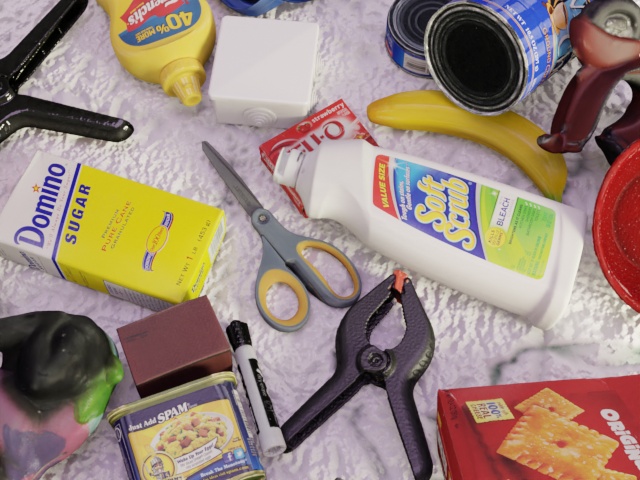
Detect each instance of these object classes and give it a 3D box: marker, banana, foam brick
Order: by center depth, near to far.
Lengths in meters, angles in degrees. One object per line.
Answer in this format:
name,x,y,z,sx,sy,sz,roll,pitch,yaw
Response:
marker,-0.052,0.112,0.831,0.020,0.020,0.121,-16,53,-7
foam brick,-0.113,0.087,0.839,0.078,0.051,0.053,-20,64,-9
banana,0.138,-0.091,0.930,0.198,0.037,0.069,30,65,15

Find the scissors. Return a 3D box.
scissors,-0.056,0.001,0.900,0.202,0.016,0.096,37,70,17

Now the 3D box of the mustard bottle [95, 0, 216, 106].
mustard bottle,-0.149,-0.201,0.979,0.096,0.058,0.192,-22,66,-7

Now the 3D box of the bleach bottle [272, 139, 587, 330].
bleach bottle,0.081,-0.016,0.862,0.251,0.068,0.102,18,65,3

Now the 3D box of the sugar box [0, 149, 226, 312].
sugar box,-0.176,-0.006,0.889,0.176,0.048,0.093,18,65,9

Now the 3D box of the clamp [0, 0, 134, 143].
clamp,-0.283,-0.140,0.961,0.210,0.036,0.164,-14,65,-3

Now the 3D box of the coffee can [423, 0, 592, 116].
coffee can,0.171,-0.183,0.919,0.103,0.103,0.140,39,53,18

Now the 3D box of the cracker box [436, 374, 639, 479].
cracker box,0.198,0.166,0.742,0.213,0.072,0.164,-5,28,-1

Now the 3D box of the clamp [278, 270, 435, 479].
clamp,0.052,0.108,0.832,0.120,0.039,0.171,22,70,12

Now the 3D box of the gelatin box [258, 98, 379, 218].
gelatin box,0.002,-0.072,0.927,0.089,0.030,0.073,-30,67,-14

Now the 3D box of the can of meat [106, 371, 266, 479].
can of meat,-0.099,0.157,0.801,0.102,0.057,0.084,-18,66,-8

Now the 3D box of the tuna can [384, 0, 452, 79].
tuna can,0.103,-0.193,0.984,0.086,0.034,0.086,0,64,1
